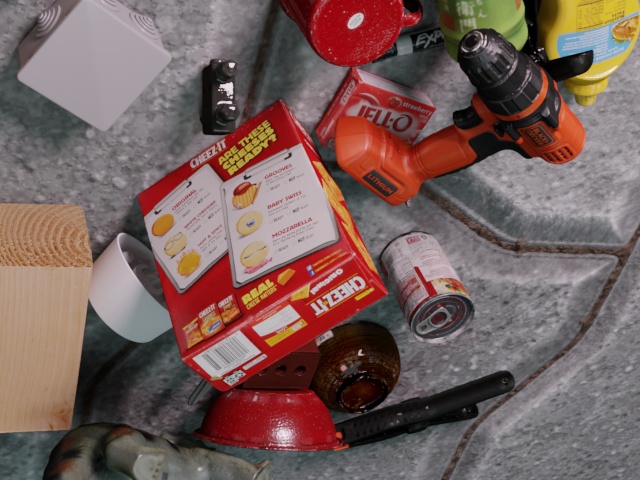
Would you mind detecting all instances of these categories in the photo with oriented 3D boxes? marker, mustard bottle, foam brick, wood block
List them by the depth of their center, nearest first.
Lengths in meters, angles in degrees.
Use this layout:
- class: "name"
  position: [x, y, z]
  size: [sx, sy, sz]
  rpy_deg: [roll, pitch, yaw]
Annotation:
- class: "marker"
  position: [0.097, -0.180, 0.949]
  size: [0.121, 0.020, 0.020]
  rpy_deg: [-15, 132, -7]
- class: "mustard bottle"
  position: [0.240, -0.202, 0.956]
  size: [0.096, 0.058, 0.191]
  rpy_deg: [-19, 133, -8]
- class: "wood block"
  position: [-0.269, 0.074, 0.982]
  size: [0.090, 0.090, 0.206]
  rpy_deg: [0, 129, -20]
- class: "foam brick"
  position: [-0.048, 0.121, 1.129]
  size: [0.078, 0.051, 0.053]
  rpy_deg: [3, 127, -23]

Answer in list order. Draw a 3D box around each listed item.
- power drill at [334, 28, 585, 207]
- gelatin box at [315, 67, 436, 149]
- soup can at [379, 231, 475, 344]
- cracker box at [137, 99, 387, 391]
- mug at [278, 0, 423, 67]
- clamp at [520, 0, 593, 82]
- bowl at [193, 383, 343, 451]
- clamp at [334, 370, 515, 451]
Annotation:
- class: "power drill"
  position: [0.108, -0.097, 0.896]
  size: [0.188, 0.057, 0.184]
  rpy_deg: [-16, 148, 31]
- class: "gelatin box"
  position: [0.050, -0.111, 0.982]
  size: [0.089, 0.030, 0.073]
  rpy_deg: [15, 123, -30]
- class: "soup can"
  position: [0.107, 0.047, 1.089]
  size: [0.068, 0.102, 0.068]
  rpy_deg: [-10, 131, -12]
- class: "cracker box"
  position: [-0.056, 0.001, 0.914]
  size: [0.164, 0.214, 0.072]
  rpy_deg: [-32, 134, 8]
- class: "mug"
  position: [0.029, -0.193, 0.870]
  size: [0.117, 0.081, 0.093]
  rpy_deg: [4, 127, -23]
- class: "clamp"
  position: [0.182, -0.166, 0.948]
  size: [0.039, 0.120, 0.172]
  rpy_deg: [-13, 162, -15]
- class: "bowl"
  position: [-0.054, 0.186, 1.145]
  size: [0.161, 0.162, 0.055]
  rpy_deg: [5, 88, -24]
- class: "clamp"
  position: [0.114, 0.196, 1.214]
  size: [0.209, 0.036, 0.165]
  rpy_deg: [-11, 160, -19]
